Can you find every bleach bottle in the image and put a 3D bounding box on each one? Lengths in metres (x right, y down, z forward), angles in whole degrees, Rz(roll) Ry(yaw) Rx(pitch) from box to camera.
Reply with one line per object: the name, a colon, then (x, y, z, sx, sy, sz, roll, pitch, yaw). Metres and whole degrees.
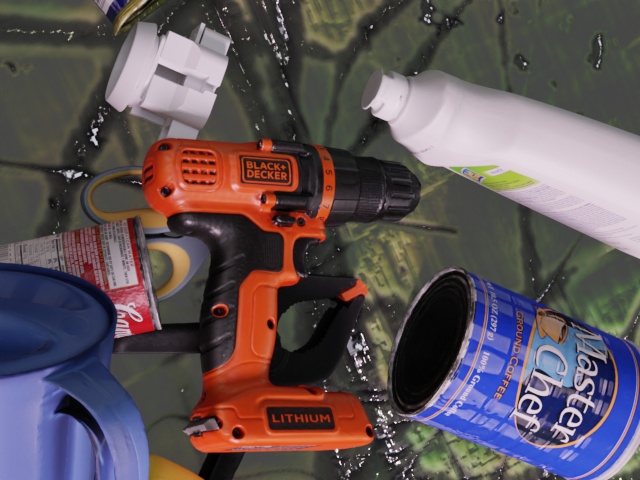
bleach bottle: (0.147, -0.057, 0.713, 0.250, 0.103, 0.068, 20, 76, -18)

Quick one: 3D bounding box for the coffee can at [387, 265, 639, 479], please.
coffee can: (0.129, 0.089, 0.698, 0.140, 0.103, 0.103, 23, 80, -16)

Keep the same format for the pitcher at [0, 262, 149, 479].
pitcher: (-0.165, 0.144, 0.538, 0.145, 0.149, 0.243, 0, 110, -13)

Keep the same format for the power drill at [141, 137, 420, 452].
power drill: (-0.015, 0.031, 0.642, 0.184, 0.057, 0.187, 2, 73, -25)

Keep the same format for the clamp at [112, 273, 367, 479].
clamp: (-0.048, 0.066, 0.671, 0.171, 0.039, 0.120, -43, 109, -22)

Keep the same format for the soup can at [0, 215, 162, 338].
soup can: (-0.148, 0.028, 0.615, 0.102, 0.068, 0.068, -11, 91, -8)

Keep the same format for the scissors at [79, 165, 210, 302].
scissors: (-0.054, 0.001, 0.685, 0.201, 0.016, 0.096, 9, 86, -18)
